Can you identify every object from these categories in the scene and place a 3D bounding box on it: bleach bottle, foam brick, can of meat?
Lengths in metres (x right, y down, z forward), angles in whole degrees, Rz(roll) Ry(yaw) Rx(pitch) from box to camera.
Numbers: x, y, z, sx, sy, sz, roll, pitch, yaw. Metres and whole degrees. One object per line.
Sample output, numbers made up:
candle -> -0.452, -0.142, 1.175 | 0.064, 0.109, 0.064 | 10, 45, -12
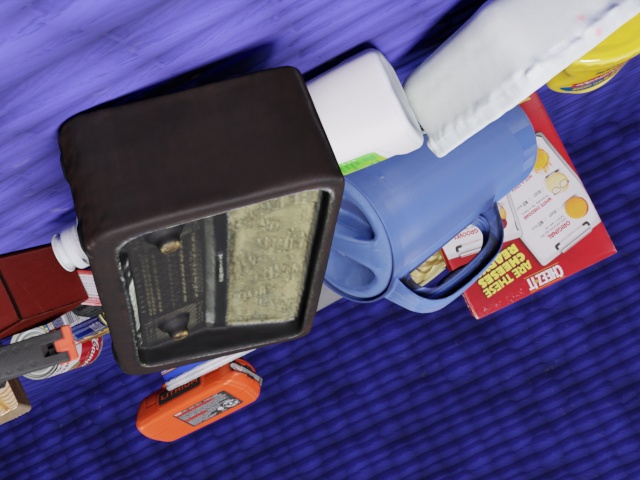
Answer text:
bleach bottle -> -0.060, -0.043, 0.707 | 0.251, 0.068, 0.102 | -24, 176, 11
foam brick -> -0.224, 0.039, 0.799 | 0.053, 0.051, 0.078 | -29, 176, 27
can of meat -> -0.238, 0.073, 1.150 | 0.084, 0.057, 0.101 | -25, 177, 29

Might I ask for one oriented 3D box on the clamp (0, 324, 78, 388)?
clamp -> -0.263, 0.101, 0.829 | 0.171, 0.039, 0.120 | -15, -175, 6

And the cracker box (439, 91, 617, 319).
cracker box -> 0.191, -0.046, 1.145 | 0.164, 0.214, 0.072 | -26, 176, 4

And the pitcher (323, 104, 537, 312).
pitcher -> 0.101, -0.045, 1.001 | 0.242, 0.149, 0.145 | -32, -154, -34

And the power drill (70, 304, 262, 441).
power drill -> -0.136, 0.074, 0.927 | 0.185, 0.188, 0.057 | -28, 148, 16

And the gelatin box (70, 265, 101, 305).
gelatin box -> -0.181, 0.028, 0.865 | 0.089, 0.030, 0.073 | 2, -166, 35
